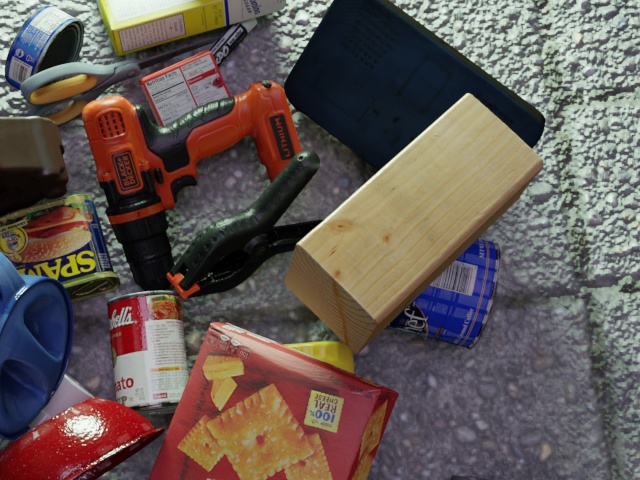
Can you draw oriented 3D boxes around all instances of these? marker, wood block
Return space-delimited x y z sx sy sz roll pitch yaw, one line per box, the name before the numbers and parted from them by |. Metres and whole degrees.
marker | -0.107 -0.179 1.055 0.020 0.020 0.121 37 74 4
wood block | 0.078 -0.015 0.888 0.090 0.091 0.205 44 68 10

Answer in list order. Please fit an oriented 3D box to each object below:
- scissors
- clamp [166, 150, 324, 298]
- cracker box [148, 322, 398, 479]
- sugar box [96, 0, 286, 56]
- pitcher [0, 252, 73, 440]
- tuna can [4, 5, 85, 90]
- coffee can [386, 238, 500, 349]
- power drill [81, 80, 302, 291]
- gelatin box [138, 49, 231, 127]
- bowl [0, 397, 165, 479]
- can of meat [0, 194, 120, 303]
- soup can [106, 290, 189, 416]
scissors | -0.196 -0.151 1.025 0.201 0.096 0.016 -18 71 -37
clamp | -0.056 0.001 0.973 0.171 0.120 0.039 -36 49 -5
cracker box | -0.051 0.194 0.886 0.164 0.072 0.213 20 86 22
sugar box | -0.130 -0.248 1.049 0.176 0.048 0.093 -16 61 -13
pitcher | -0.339 0.065 0.879 0.243 0.145 0.149 11 85 13
tuna can | -0.259 -0.176 1.002 0.034 0.086 0.086 29 74 4
coffee can | 0.081 0.033 0.975 0.140 0.103 0.103 14 74 -3
power drill | -0.109 -0.059 0.984 0.187 0.057 0.184 -18 102 -14
gelatin box | -0.122 -0.127 1.020 0.073 0.030 0.089 -26 102 -13
bowl | -0.209 0.175 0.872 0.162 0.162 0.055 -31 83 -13
can of meat | -0.242 0.013 0.969 0.102 0.057 0.084 -16 75 -10
soup can | -0.151 0.102 0.949 0.068 0.068 0.102 -6 76 -8
